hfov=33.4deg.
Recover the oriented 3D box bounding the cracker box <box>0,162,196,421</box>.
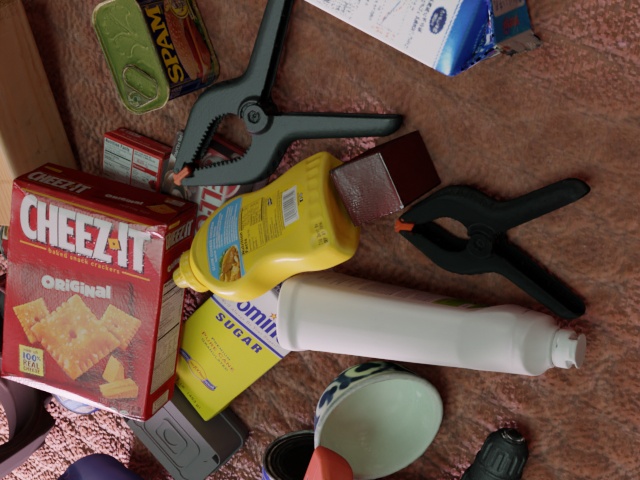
[{"bbox_3d":[-0.217,0.051,1.026,0.164,0.072,0.214,16,113,14],"label":"cracker box"}]

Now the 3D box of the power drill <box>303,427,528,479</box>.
[{"bbox_3d":[0.078,0.234,0.948,0.187,0.057,0.185,11,115,-14],"label":"power drill"}]

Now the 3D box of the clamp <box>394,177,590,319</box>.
[{"bbox_3d":[0.143,-0.012,0.871,0.172,0.039,0.120,19,117,24],"label":"clamp"}]

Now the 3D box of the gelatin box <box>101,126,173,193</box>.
[{"bbox_3d":[-0.180,-0.059,1.057,0.073,0.030,0.089,23,120,23],"label":"gelatin box"}]

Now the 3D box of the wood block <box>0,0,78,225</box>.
[{"bbox_3d":[-0.323,-0.125,1.057,0.091,0.090,0.206,5,123,28],"label":"wood block"}]

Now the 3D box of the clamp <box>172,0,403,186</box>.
[{"bbox_3d":[-0.042,-0.105,0.927,0.210,0.036,0.164,-43,85,22],"label":"clamp"}]

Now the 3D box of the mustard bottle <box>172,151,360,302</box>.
[{"bbox_3d":[-0.056,0.001,0.929,0.192,0.058,0.096,-25,56,31],"label":"mustard bottle"}]

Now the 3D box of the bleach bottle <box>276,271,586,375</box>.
[{"bbox_3d":[0.094,0.074,0.897,0.251,0.102,0.068,7,98,30],"label":"bleach bottle"}]

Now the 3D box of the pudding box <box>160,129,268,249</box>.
[{"bbox_3d":[-0.104,-0.041,1.011,0.090,0.039,0.114,30,123,18],"label":"pudding box"}]

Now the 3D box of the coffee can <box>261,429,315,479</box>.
[{"bbox_3d":[-0.009,0.272,1.044,0.103,0.102,0.140,16,117,25],"label":"coffee can"}]

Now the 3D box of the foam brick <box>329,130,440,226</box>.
[{"bbox_3d":[0.055,-0.052,0.885,0.053,0.078,0.051,-19,98,36],"label":"foam brick"}]

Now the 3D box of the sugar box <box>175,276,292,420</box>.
[{"bbox_3d":[-0.083,0.096,1.052,0.093,0.048,0.176,50,128,5],"label":"sugar box"}]

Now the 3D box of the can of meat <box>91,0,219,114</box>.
[{"bbox_3d":[-0.144,-0.173,0.952,0.058,0.083,0.102,-12,103,34],"label":"can of meat"}]
